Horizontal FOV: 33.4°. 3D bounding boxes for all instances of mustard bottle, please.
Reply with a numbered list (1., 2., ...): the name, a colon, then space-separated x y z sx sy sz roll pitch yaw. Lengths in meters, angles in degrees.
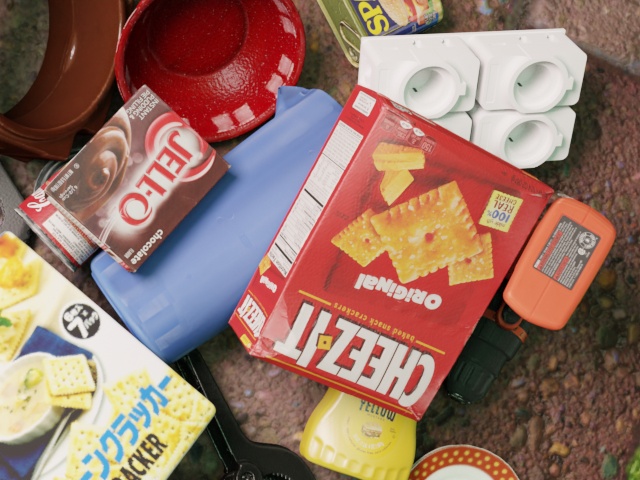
1. mustard bottle: 0.056 0.112 0.929 0.096 0.058 0.191 20 82 -7

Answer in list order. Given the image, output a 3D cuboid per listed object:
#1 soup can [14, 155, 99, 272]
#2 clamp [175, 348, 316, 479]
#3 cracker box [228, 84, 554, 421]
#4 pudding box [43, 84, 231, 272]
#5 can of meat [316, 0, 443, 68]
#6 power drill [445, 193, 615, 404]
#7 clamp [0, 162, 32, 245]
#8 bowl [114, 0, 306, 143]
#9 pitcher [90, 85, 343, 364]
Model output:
1. soup can: -0.181 -0.033 0.848 0.102 0.068 0.068 -44 95 -12
2. clamp: -0.070 0.192 0.898 0.209 0.036 0.164 27 60 -18
3. cracker box: 0.054 0.014 0.819 0.164 0.072 0.214 25 99 -24
4. pudding box: -0.138 -0.046 0.803 0.090 0.039 0.113 43 78 -10
5. can of meat: 0.049 -0.218 0.950 0.083 0.057 0.102 -29 93 -15
6. power drill: 0.169 0.049 0.892 0.057 0.188 0.184 30 77 3
7. clamp: -0.288 0.015 0.871 0.120 0.039 0.171 -4 81 -28
8. bowl: -0.096 -0.163 0.893 0.162 0.055 0.162 -12 131 -14
9. pitcher: -0.056 0.001 0.879 0.242 0.149 0.145 -36 132 -8
